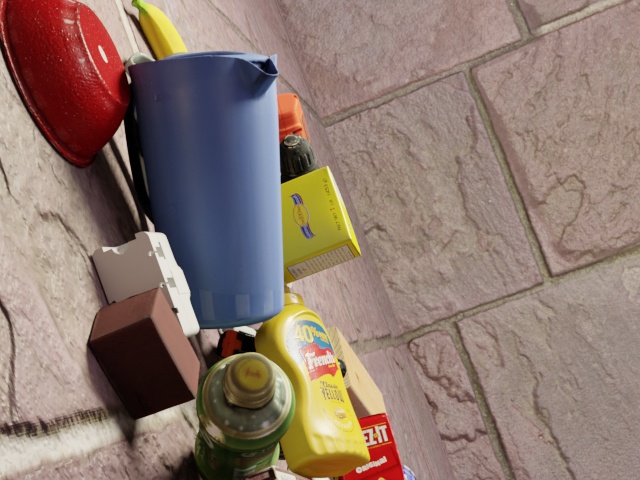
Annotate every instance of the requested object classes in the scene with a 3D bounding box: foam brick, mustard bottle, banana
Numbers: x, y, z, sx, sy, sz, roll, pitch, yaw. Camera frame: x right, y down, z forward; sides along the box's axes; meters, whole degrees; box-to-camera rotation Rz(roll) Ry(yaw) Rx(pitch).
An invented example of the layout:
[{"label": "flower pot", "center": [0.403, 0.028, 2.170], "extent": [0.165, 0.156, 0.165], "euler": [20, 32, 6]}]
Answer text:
[{"label": "foam brick", "center": [-0.131, 0.084, 0.800], "extent": [0.051, 0.053, 0.078], "euler": [-95, 163, -64]}, {"label": "mustard bottle", "center": [-0.017, 0.124, 1.005], "extent": [0.096, 0.058, 0.192], "euler": [19, 45, -50]}, {"label": "banana", "center": [-0.182, -0.210, 1.315], "extent": [0.198, 0.037, 0.069], "euler": [65, 26, -19]}]

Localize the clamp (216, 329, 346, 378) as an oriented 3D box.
[{"label": "clamp", "center": [-0.063, 0.119, 1.116], "extent": [0.171, 0.120, 0.039], "euler": [28, 64, -52]}]

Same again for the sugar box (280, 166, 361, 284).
[{"label": "sugar box", "center": [-0.057, 0.001, 1.068], "extent": [0.048, 0.176, 0.093], "euler": [60, 11, -59]}]

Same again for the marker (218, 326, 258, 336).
[{"label": "marker", "center": [-0.086, 0.102, 1.182], "extent": [0.121, 0.020, 0.020], "euler": [41, 29, -74]}]

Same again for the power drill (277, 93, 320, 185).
[{"label": "power drill", "center": [-0.031, -0.092, 1.274], "extent": [0.188, 0.057, 0.184], "euler": [-105, -177, -46]}]

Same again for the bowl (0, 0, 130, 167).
[{"label": "bowl", "center": [-0.205, -0.145, 0.895], "extent": [0.162, 0.055, 0.162], "euler": [-22, 90, -82]}]

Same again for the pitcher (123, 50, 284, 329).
[{"label": "pitcher", "center": [-0.103, -0.048, 0.971], "extent": [0.149, 0.145, 0.243], "euler": [-137, -137, -81]}]

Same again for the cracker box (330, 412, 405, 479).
[{"label": "cracker box", "center": [0.062, 0.307, 1.136], "extent": [0.164, 0.072, 0.214], "euler": [103, -26, -68]}]
